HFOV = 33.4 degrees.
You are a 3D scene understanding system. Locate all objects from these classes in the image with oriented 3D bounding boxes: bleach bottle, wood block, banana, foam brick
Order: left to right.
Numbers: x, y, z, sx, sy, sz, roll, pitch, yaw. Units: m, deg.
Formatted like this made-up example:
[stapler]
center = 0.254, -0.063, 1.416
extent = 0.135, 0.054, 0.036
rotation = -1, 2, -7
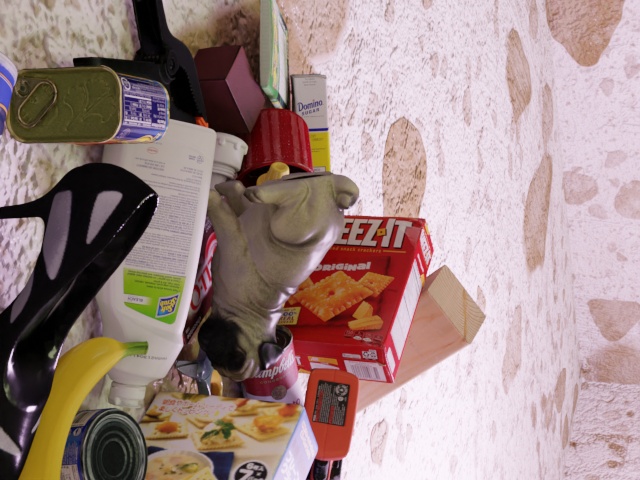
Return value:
[banana]
center = -0.205, 0.152, 0.850
extent = 0.037, 0.069, 0.197
rotation = 126, -12, -65
[bleach bottle]
center = -0.158, 0.019, 0.933
extent = 0.102, 0.068, 0.251
rotation = 10, 88, -24
[foam brick]
center = -0.099, -0.154, 1.098
extent = 0.078, 0.051, 0.053
rotation = 68, 33, -45
[wood block]
center = 0.101, 0.132, 1.390
extent = 0.090, 0.206, 0.090
rotation = 52, 30, -3

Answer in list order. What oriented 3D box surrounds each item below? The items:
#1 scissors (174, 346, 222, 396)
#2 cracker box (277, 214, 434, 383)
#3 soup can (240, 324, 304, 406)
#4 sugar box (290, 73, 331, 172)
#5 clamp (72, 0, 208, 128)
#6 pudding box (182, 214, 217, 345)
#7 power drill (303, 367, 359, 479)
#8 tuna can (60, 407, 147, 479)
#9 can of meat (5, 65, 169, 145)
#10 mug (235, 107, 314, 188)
[scissors]
center = -0.119, 0.111, 1.055
extent = 0.202, 0.016, 0.096
rotation = 80, 11, -65
[cracker box]
center = 0.031, 0.062, 1.285
extent = 0.072, 0.164, 0.213
rotation = 73, 29, -43
[soup can]
center = -0.057, 0.154, 1.199
extent = 0.068, 0.069, 0.102
rotation = -55, 141, -54
[sugar box]
center = -0.011, -0.112, 1.286
extent = 0.093, 0.048, 0.176
rotation = -112, -158, -78
[clamp]
center = -0.152, -0.173, 0.983
extent = 0.210, 0.036, 0.164
rotation = 54, 42, -60
[pudding box]
center = -0.133, 0.033, 1.043
extent = 0.113, 0.039, 0.090
rotation = -59, 144, -50
[power drill]
center = 0.001, 0.240, 1.182
extent = 0.188, 0.057, 0.184
rotation = 99, -1, -56
[tuna can]
center = -0.186, 0.186, 0.909
extent = 0.086, 0.034, 0.086
rotation = 27, 58, -54
[can of meat]
center = -0.180, -0.103, 0.838
extent = 0.083, 0.102, 0.057
rotation = -7, 97, -70
[mug]
center = -0.055, -0.083, 1.168
extent = 0.117, 0.093, 0.081
rotation = 123, -32, -50
